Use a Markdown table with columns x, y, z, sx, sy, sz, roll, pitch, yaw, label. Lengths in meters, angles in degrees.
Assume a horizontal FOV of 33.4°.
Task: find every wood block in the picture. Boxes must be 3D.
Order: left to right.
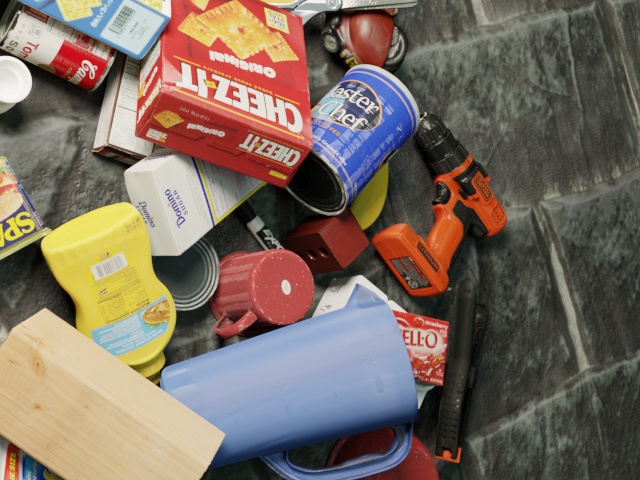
| x | y | z | sx | sy | sz | roll | pitch | yaw | label |
| --- | --- | --- | --- | --- | --- | --- | --- | --- | --- |
| -0.200 | 0.163 | 0.959 | 0.206 | 0.090 | 0.090 | 35 | 100 | -1 | wood block |

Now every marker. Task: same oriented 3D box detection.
| x | y | z | sx | sy | sz | roll | pitch | yaw | label |
| --- | --- | --- | --- | --- | --- | --- | --- | --- | --- |
| -0.058 | 0.001 | 1.182 | 0.020 | 0.020 | 0.121 | -47 | 109 | -30 | marker |

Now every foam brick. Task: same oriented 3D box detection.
| x | y | z | sx | sy | sz | roll | pitch | yaw | label |
| --- | --- | --- | --- | --- | --- | --- | --- | --- | --- |
| 0.006 | 0.002 | 1.190 | 0.051 | 0.078 | 0.053 | -42 | 107 | -33 | foam brick |

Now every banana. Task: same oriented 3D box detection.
| x | y | z | sx | sy | sz | roll | pitch | yaw | label |
| --- | --- | --- | --- | --- | --- | --- | --- | --- | --- |
| 0.049 | -0.093 | 1.258 | 0.069 | 0.037 | 0.198 | 12 | 76 | -33 | banana |

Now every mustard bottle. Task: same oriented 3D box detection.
| x | y | z | sx | sy | sz | roll | pitch | yaw | label |
| --- | --- | --- | --- | --- | --- | --- | --- | --- | --- |
| -0.192 | 0.064 | 1.035 | 0.096 | 0.058 | 0.191 | -27 | 122 | -18 | mustard bottle |

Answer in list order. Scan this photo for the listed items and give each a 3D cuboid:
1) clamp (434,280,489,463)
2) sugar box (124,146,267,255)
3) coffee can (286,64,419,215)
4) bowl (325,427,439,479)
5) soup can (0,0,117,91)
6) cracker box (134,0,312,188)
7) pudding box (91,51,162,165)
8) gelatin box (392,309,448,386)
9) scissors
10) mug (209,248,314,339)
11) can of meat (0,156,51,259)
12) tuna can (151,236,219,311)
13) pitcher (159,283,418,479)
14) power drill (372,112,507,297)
| x | y | z | sx | sy | sz | roll | pitch | yaw | label |
| --- | --- | --- | --- | --- | --- | --- | --- | --- | --- |
| 0.163 | 0.151 | 1.249 | 0.164 | 0.036 | 0.210 | 54 | 46 | -66 | clamp |
| -0.124 | -0.064 | 1.090 | 0.176 | 0.048 | 0.093 | -41 | 123 | -48 | sugar box |
| 0.028 | -0.111 | 1.167 | 0.140 | 0.103 | 0.102 | -48 | 109 | -28 | coffee can |
| 0.083 | 0.284 | 1.214 | 0.161 | 0.055 | 0.162 | 6 | 79 | -33 | bowl |
| -0.257 | -0.198 | 1.047 | 0.102 | 0.069 | 0.068 | 25 | 70 | -29 | soup can |
| -0.096 | -0.172 | 1.084 | 0.164 | 0.072 | 0.213 | 18 | 43 | -23 | cracker box |
| -0.180 | -0.133 | 1.108 | 0.089 | 0.039 | 0.113 | 18 | 71 | -31 | pudding box |
| 0.099 | 0.119 | 1.187 | 0.089 | 0.030 | 0.073 | 16 | 74 | -32 | gelatin box |
| 0.002 | -0.251 | 1.210 | 0.201 | 0.016 | 0.096 | 14 | 89 | -2 | scissors |
| -0.067 | 0.060 | 1.129 | 0.117 | 0.082 | 0.093 | -45 | 108 | -30 | mug |
| -0.316 | -0.019 | 0.989 | 0.101 | 0.058 | 0.084 | -33 | 99 | -34 | can of meat |
| -0.150 | 0.031 | 1.106 | 0.086 | 0.034 | 0.086 | 6 | 80 | -33 | tuna can |
| -0.028 | 0.158 | 1.068 | 0.242 | 0.149 | 0.145 | -15 | 135 | -7 | pitcher |
| 0.139 | -0.038 | 1.289 | 0.184 | 0.057 | 0.187 | 52 | 54 | -19 | power drill |
